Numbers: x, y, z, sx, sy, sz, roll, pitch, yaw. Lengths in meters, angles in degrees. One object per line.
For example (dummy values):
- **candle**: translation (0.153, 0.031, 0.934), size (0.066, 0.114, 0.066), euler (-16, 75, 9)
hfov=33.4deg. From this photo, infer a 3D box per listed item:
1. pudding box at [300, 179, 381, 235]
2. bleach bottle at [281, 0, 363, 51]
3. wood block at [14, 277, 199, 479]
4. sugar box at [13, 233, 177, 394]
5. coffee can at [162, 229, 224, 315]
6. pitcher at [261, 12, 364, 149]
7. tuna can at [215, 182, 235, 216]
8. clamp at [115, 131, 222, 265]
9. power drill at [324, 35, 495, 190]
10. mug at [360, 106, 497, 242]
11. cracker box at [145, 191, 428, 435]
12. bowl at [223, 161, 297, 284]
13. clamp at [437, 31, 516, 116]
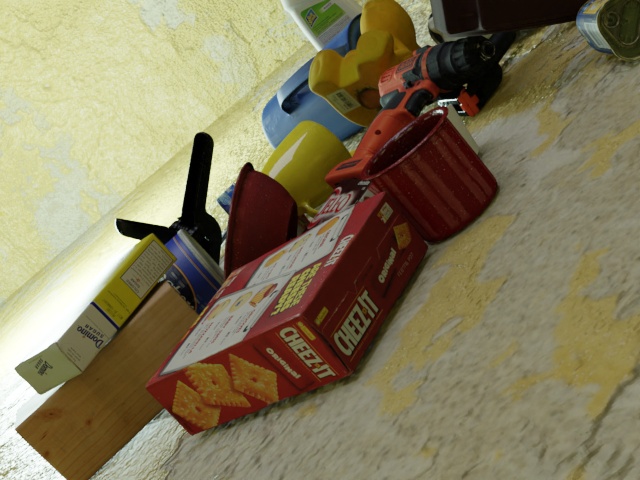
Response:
- **pudding box**: translation (0.023, -0.016, 1.048), size (0.090, 0.039, 0.114), euler (-54, 16, -6)
- **bleach bottle**: translation (0.028, -0.323, 1.579), size (0.103, 0.250, 0.068), euler (-37, 14, 15)
- **wood block**: translation (-0.204, 0.143, 1.096), size (0.206, 0.090, 0.091), euler (-43, 13, -8)
- **sugar box**: translation (-0.227, 0.073, 1.085), size (0.094, 0.048, 0.176), euler (-29, 16, 44)
- **coffee can**: translation (-0.176, 0.071, 1.217), size (0.140, 0.102, 0.103), euler (-41, 13, -2)
- **pitcher**: translation (0.015, -0.206, 1.498), size (0.243, 0.149, 0.145), euler (-32, 27, 46)
- **tuna can**: translation (-0.092, -0.031, 1.345), size (0.034, 0.086, 0.086), euler (-43, 13, -2)
- **clamp**: translation (-0.170, -0.007, 1.283), size (0.036, 0.210, 0.164), euler (24, 52, 29)
- **power drill**: translation (0.094, -0.127, 1.126), size (0.187, 0.057, 0.185), euler (-58, 19, -21)
- **mug**: translation (0.099, -0.059, 0.910), size (0.093, 0.081, 0.117), euler (-31, 17, 37)
- **cracker box**: translation (-0.029, 0.065, 0.895), size (0.214, 0.072, 0.164), euler (-27, 20, 43)
- **bowl**: translation (-0.057, 0.001, 1.103), size (0.055, 0.162, 0.162), euler (6, 24, 5)
- **clamp**: translation (0.177, -0.190, 1.204), size (0.120, 0.039, 0.171), euler (-42, 19, 17)
